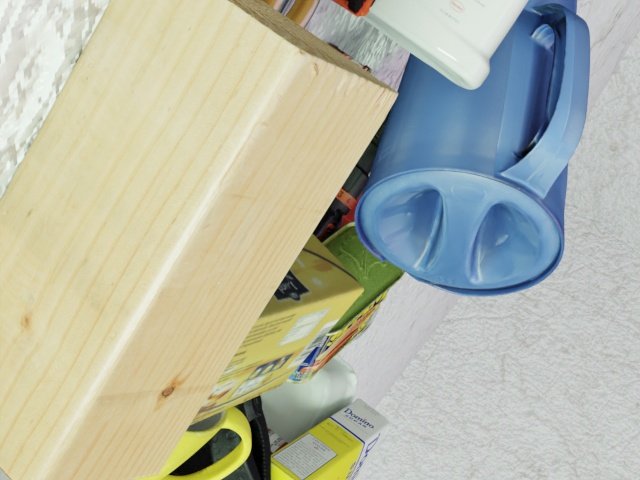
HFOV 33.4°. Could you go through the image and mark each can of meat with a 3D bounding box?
[{"bbox_3d":[0.005,0.047,0.771,0.101,0.057,0.084,-38,165,-35],"label":"can of meat"}]

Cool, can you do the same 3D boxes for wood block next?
[{"bbox_3d":[-0.070,-0.004,0.451,0.206,0.090,0.090,-57,154,13],"label":"wood block"}]

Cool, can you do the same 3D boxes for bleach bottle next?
[{"bbox_3d":[0.122,-0.219,0.622,0.251,0.102,0.068,-55,180,5],"label":"bleach bottle"}]

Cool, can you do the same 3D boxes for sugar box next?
[{"bbox_3d":[-0.007,0.201,0.895,0.175,0.048,0.093,-14,135,-60],"label":"sugar box"}]

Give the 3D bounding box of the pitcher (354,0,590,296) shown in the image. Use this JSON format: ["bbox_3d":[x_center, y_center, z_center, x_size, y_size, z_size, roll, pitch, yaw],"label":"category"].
[{"bbox_3d":[0.118,-0.096,0.730,0.145,0.149,0.242,64,34,-48],"label":"pitcher"}]

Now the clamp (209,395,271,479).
[{"bbox_3d":[-0.062,0.114,0.790,0.120,0.039,0.171,-26,107,-70],"label":"clamp"}]
